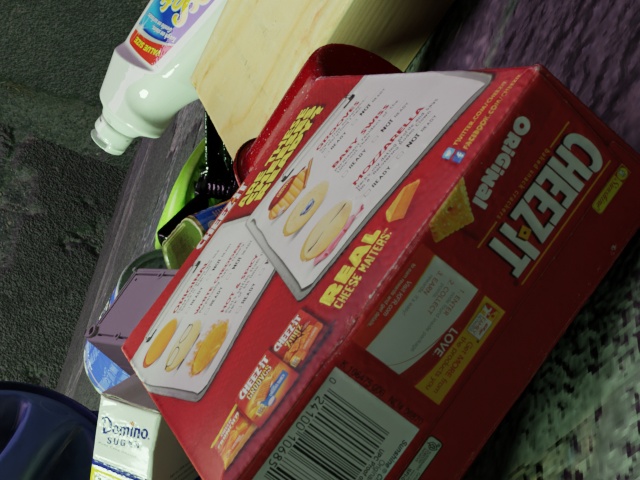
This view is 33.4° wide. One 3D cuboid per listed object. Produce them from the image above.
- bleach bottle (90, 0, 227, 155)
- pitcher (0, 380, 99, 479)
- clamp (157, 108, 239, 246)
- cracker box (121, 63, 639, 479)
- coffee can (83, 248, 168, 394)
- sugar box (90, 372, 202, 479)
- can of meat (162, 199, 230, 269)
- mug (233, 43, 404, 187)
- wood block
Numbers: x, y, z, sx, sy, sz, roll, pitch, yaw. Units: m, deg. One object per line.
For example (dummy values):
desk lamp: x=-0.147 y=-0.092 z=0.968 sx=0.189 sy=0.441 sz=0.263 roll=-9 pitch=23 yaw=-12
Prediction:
bleach bottle: x=-0.083 y=-0.155 z=0.766 sx=0.251 sy=0.068 sz=0.103 roll=-48 pitch=50 yaw=22
pitcher: x=-0.216 y=0.219 z=0.709 sx=0.145 sy=0.149 sz=0.243 roll=-102 pitch=31 yaw=-55
clamp: x=-0.086 y=-0.034 z=0.874 sx=0.210 sy=0.036 sz=0.164 roll=81 pitch=-158 yaw=-65
cracker box: x=0.009 y=0.017 z=0.419 sx=0.164 sy=0.072 sz=0.214 roll=-54 pitch=18 yaw=-5
coffee can: x=-0.152 y=0.084 z=0.979 sx=0.140 sy=0.102 sz=0.102 roll=130 pitch=157 yaw=-53
sugar box: x=-0.099 y=0.160 z=0.629 sx=0.093 sy=0.048 sz=0.176 roll=-25 pitch=-55 yaw=-66
can of meat: x=-0.055 y=0.001 z=0.734 sx=0.057 sy=0.083 sz=0.102 roll=64 pitch=156 yaw=5
mug: x=0.018 y=-0.056 z=0.596 sx=0.117 sy=0.093 sz=0.082 roll=-26 pitch=-23 yaw=-53
wood block: x=0.004 y=-0.141 z=0.669 sx=0.090 sy=0.090 sz=0.206 roll=61 pitch=143 yaw=19
